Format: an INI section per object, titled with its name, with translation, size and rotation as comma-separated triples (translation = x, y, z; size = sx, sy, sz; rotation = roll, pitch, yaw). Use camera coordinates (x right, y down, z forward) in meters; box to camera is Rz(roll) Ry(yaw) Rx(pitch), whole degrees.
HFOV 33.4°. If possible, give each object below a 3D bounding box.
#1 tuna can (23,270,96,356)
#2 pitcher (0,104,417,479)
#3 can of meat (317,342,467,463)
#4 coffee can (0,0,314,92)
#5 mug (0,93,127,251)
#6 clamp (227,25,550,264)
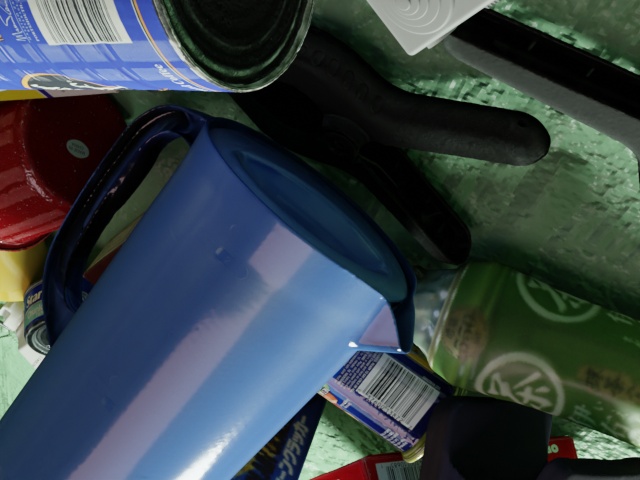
[tuna can]
translation = -0.170, 0.056, 0.769
size = 0.086, 0.034, 0.086
rotation = -6, 152, -3
[pitcher]
translation = -0.081, 0.059, 0.554
size = 0.144, 0.149, 0.243
rotation = 33, 106, -26
[can of meat]
translation = 0.032, 0.073, 0.631
size = 0.084, 0.057, 0.102
rotation = 36, -173, -7
[coffee can]
translation = -0.087, -0.109, 0.411
size = 0.141, 0.102, 0.102
rotation = 5, 140, 32
[mug]
translation = -0.166, -0.058, 0.618
size = 0.082, 0.093, 0.117
rotation = -14, 92, 40
[clamp]
translation = 0.025, -0.059, 0.510
size = 0.171, 0.039, 0.120
rotation = 33, 145, -6
